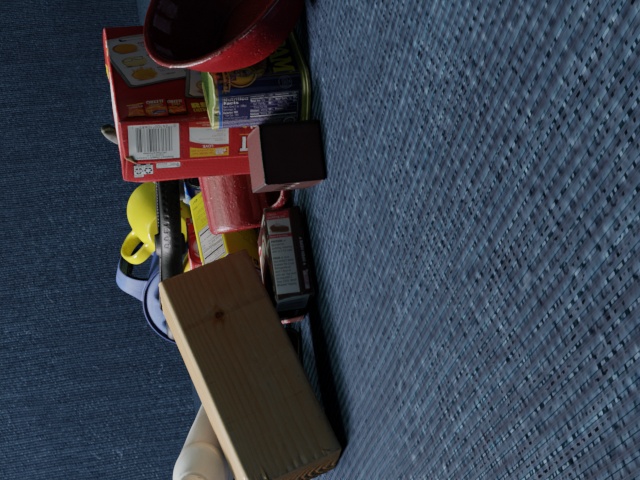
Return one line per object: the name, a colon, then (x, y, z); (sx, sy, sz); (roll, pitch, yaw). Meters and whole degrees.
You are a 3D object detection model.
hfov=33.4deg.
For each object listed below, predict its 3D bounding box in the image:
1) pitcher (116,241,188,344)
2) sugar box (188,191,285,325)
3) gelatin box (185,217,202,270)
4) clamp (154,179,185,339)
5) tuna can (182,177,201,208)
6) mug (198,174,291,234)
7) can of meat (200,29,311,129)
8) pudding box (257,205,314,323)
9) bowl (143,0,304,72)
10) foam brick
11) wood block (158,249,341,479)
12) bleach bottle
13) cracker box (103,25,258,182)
pitcher: (-0.192, 0.033, 1.532); (0.149, 0.145, 0.243); (57, -171, -25)
sugar box: (-0.092, 0.020, 1.188); (0.093, 0.048, 0.176); (39, -162, -37)
gelatin box: (-0.118, 0.006, 1.304); (0.030, 0.089, 0.073); (-129, 34, -71)
clamp: (-0.181, 0.012, 1.292); (0.165, 0.036, 0.210); (-130, 39, -70)
tuna can: (-0.124, -0.064, 1.304); (0.086, 0.086, 0.034); (-122, 26, -66)
mug: (-0.071, -0.054, 1.070); (0.117, 0.093, 0.081); (-11, 91, 43)
can of meat: (-0.059, -0.143, 0.930); (0.102, 0.084, 0.057); (-107, 15, -44)
pudding box: (-0.036, 0.026, 1.026); (0.113, 0.039, 0.090); (116, 146, -71)
bowl: (-0.067, -0.193, 0.871); (0.055, 0.162, 0.162); (40, -155, -43)
foam brick: (-0.031, -0.070, 0.908); (0.078, 0.053, 0.051); (167, 96, -80)
wood block: (-0.067, 0.126, 0.981); (0.090, 0.090, 0.206); (100, 147, -66)
bleach bottle: (-0.096, 0.185, 1.080); (0.250, 0.068, 0.103); (-61, -19, -68)
cracker box: (-0.120, -0.139, 1.035); (0.214, 0.164, 0.072); (-112, 21, -54)
